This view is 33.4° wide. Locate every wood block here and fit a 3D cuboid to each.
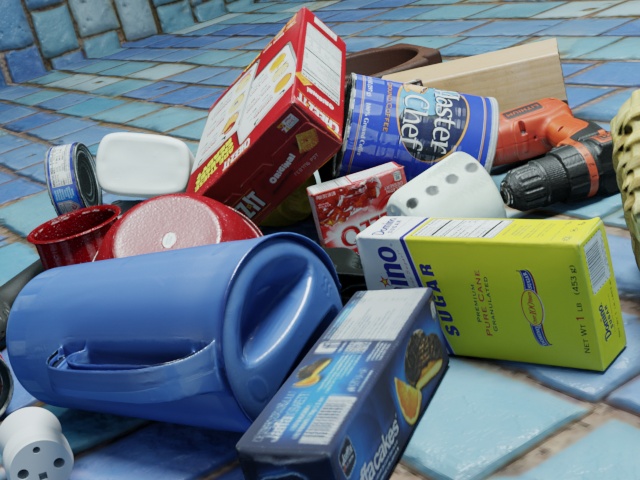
[{"bbox_3d":[0.176,-0.160,1.224,0.206,0.090,0.090,-11,19,14],"label":"wood block"}]

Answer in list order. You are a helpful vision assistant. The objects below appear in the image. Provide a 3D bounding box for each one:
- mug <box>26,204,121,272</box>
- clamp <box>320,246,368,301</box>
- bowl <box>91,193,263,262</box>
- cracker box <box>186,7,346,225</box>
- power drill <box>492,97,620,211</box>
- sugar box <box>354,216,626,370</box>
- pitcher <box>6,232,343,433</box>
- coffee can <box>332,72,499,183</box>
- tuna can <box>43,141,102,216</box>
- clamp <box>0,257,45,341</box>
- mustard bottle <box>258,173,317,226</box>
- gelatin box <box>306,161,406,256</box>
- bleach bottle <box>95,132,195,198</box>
[{"bbox_3d":[-0.229,0.016,1.047,0.093,0.081,0.117,-17,19,-6],"label":"mug"},{"bbox_3d":[-0.006,0.041,0.877,0.120,0.039,0.172,-15,12,-14],"label":"clamp"},{"bbox_3d":[-0.124,0.014,0.895,0.162,0.055,0.162,-3,54,4],"label":"bowl"},{"bbox_3d":[-0.050,-0.114,1.055,0.164,0.072,0.213,-42,24,27],"label":"cracker box"},{"bbox_3d":[0.224,-0.084,1.029,0.184,0.057,0.188,-17,21,-15],"label":"power drill"},{"bbox_3d":[0.112,0.033,0.728,0.177,0.093,0.048,0,24,39],"label":"sugar box"},{"bbox_3d":[-0.114,0.069,0.744,0.243,0.149,0.145,-5,57,37],"label":"pitcher"},{"bbox_3d":[0.089,-0.098,1.022,0.140,0.103,0.103,10,19,-4],"label":"coffee can"},{"bbox_3d":[-0.259,-0.060,1.126,0.034,0.086,0.086,-12,19,5],"label":"tuna can"},{"bbox_3d":[-0.341,0.078,1.027,0.165,0.036,0.210,-18,22,14],"label":"clamp"},{"bbox_3d":[-0.057,-0.054,1.150,0.096,0.058,0.192,-24,21,-21],"label":"mustard bottle"},{"bbox_3d":[0.039,-0.024,0.970,0.089,0.073,0.030,-17,20,-9],"label":"gelatin box"},{"bbox_3d":[-0.193,-0.079,1.244,0.102,0.068,0.251,4,0,-4],"label":"bleach bottle"}]
